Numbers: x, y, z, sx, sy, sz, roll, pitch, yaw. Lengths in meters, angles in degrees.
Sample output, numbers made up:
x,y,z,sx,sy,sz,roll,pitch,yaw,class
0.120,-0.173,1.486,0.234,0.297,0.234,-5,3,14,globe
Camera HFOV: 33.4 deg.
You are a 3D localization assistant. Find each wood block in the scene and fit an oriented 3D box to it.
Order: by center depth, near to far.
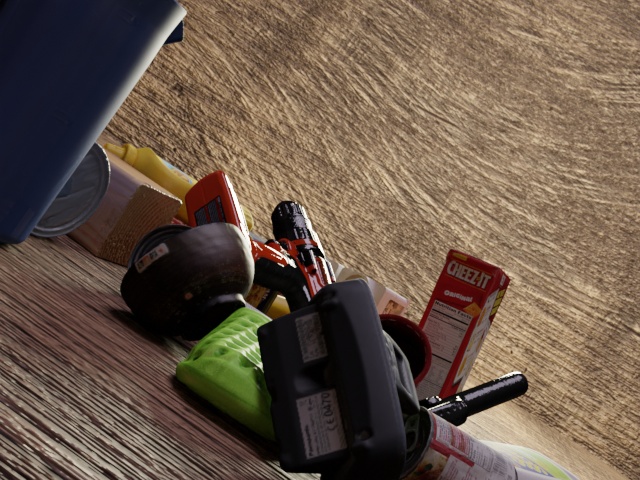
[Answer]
x,y,z,sx,sy,sz,roll,pitch,yaw,class
-0.263,-0.064,1.143,0.206,0.090,0.090,34,3,25,wood block

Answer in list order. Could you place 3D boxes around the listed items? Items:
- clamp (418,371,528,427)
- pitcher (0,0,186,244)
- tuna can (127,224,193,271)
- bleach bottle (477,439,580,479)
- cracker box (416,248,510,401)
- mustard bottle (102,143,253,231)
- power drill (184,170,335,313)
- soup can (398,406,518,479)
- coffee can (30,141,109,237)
x,y,z,sx,sy,sz,roll,pitch,yaw,class
0.099,0.175,1.050,0.209,0.165,0.036,-8,78,-61,clamp
-0.231,-0.127,0.847,0.149,0.243,0.145,33,1,2,pitcher
-0.128,0.029,0.964,0.086,0.086,0.033,33,0,9,tuna can
0.178,0.239,1.059,0.103,0.068,0.250,32,3,34,bleach bottle
0.154,0.125,1.302,0.072,0.214,0.164,23,-1,16,cracker box
-0.173,-0.058,1.245,0.191,0.058,0.096,33,-1,-29,mustard bottle
-0.057,0.001,1.111,0.187,0.057,0.184,33,29,-45,power drill
0.109,0.194,0.909,0.102,0.068,0.069,33,1,-21,soup can
-0.280,-0.079,1.002,0.140,0.103,0.102,33,2,35,coffee can
